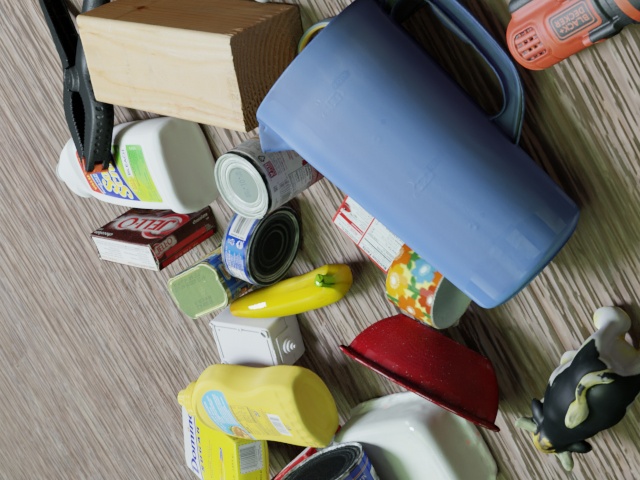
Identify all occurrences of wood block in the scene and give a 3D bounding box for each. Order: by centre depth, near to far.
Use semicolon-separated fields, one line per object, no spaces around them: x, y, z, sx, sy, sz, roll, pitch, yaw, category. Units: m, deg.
-0.119;-0.171;0.987;0.206;0.090;0.090;16;127;38;wood block

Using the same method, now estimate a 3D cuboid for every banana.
-0.021;0.050;1.071;0.198;0.069;0.037;-25;62;57;banana

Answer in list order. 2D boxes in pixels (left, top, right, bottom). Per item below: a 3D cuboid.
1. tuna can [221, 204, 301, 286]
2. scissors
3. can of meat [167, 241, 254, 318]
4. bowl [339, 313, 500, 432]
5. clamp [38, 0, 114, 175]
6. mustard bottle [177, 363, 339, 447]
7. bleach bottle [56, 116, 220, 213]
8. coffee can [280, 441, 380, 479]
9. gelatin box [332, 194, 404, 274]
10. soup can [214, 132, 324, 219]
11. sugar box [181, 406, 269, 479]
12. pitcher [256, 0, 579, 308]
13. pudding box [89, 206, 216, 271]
-0.057;0.001;1.054;0.034;0.086;0.086;21;131;33;tuna can
0.058;-0.159;0.874;0.202;0.016;0.096;-7;114;48;scissors
-0.101;0.035;1.125;0.102;0.083;0.057;-25;98;51;can of meat
0.100;0.110;0.958;0.162;0.055;0.162;28;179;1;bowl
-0.250;-0.176;1.113;0.165;0.036;0.210;23;119;54;clamp
-0.078;0.172;1.134;0.192;0.058;0.096;-3;133;38;mustard bottle
-0.217;-0.078;1.180;0.251;0.067;0.102;-2;112;49;bleach bottle
0.030;0.288;1.061;0.103;0.102;0.140;-18;103;50;coffee can
0.058;-0.024;0.962;0.073;0.030;0.089;43;141;12;gelatin box
-0.038;-0.070;0.968;0.069;0.102;0.068;26;134;31;soup can
-0.116;0.252;1.272;0.176;0.048;0.093;15;111;59;sugar box
0.085;-0.072;0.819;0.243;0.144;0.149;43;152;1;pitcher
-0.184;-0.008;1.175;0.114;0.089;0.039;6;122;44;pudding box
